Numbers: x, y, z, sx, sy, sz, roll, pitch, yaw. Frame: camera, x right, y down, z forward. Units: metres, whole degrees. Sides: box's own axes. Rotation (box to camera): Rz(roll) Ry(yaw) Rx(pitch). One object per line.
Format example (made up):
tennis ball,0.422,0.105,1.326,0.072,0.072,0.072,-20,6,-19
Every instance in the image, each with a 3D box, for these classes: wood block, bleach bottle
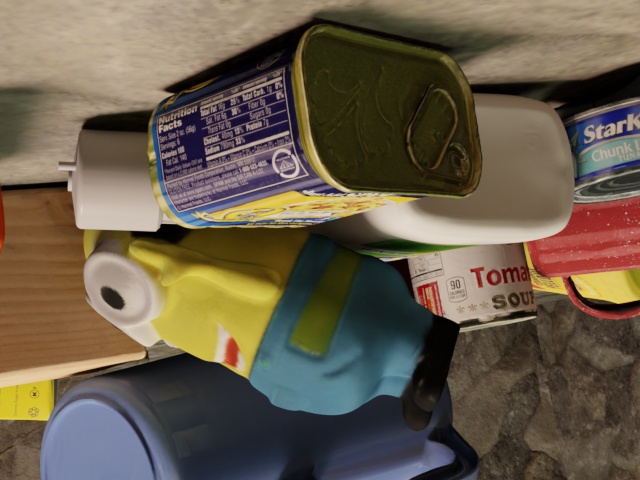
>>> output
wood block,-0.202,0.031,0.515,0.205,0.091,0.090,-6,172,-29
bleach bottle,0.019,-0.014,0.581,0.102,0.068,0.251,0,171,-25

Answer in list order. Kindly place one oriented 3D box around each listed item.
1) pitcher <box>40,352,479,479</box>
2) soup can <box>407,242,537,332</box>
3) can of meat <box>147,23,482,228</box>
pitcher,-0.030,0.120,0.624,0.149,0.145,0.242,-32,164,35
soup can,0.084,0.000,0.621,0.068,0.102,0.068,-10,172,-2
can of meat,-0.002,-0.037,0.403,0.084,0.057,0.101,-13,172,40
